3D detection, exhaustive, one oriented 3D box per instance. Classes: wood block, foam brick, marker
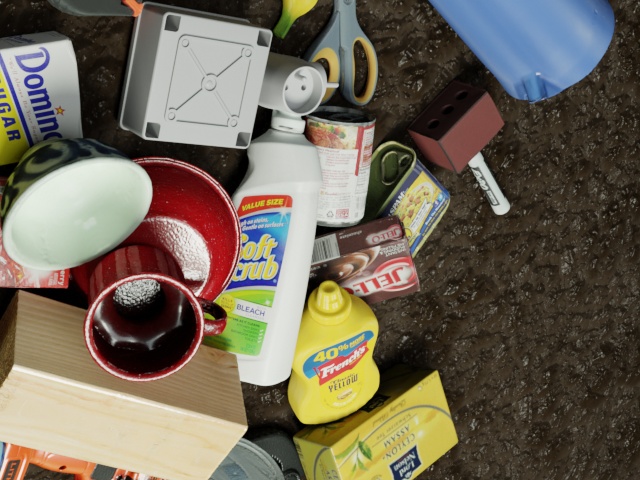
[{"bbox_3d":[-0.177,0.129,0.907,0.205,0.091,0.090,20,122,-27],"label":"wood block"},{"bbox_3d":[0.140,-0.118,1.102,0.078,0.053,0.051,-46,129,-12],"label":"foam brick"},{"bbox_3d":[0.178,-0.074,1.171,0.020,0.020,0.121,-45,129,-12],"label":"marker"}]

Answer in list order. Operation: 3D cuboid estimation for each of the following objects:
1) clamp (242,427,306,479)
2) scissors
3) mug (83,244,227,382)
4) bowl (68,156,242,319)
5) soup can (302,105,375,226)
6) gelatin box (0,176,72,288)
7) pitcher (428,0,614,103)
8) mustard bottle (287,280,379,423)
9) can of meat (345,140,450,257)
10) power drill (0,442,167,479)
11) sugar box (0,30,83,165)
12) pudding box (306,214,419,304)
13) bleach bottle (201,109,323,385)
[{"bbox_3d":[-0.034,0.248,1.142,0.209,0.036,0.164,40,74,-37],"label":"clamp"},{"bbox_3d":[0.008,-0.212,0.989,0.096,0.016,0.202,-29,124,-24],"label":"scissors"},{"bbox_3d":[-0.133,0.055,0.858,0.117,0.081,0.093,5,109,-16],"label":"mug"},{"bbox_3d":[-0.142,0.012,0.917,0.162,0.055,0.162,-5,112,-13],"label":"bowl"},{"bbox_3d":[0.013,-0.071,1.019,0.068,0.069,0.102,-8,114,-34],"label":"soup can"},{"bbox_3d":[-0.242,-0.007,0.876,0.073,0.030,0.089,3,99,-36],"label":"gelatin box"},{"bbox_3d":[0.167,-0.260,1.024,0.145,0.149,0.242,-47,128,9],"label":"pitcher"},{"bbox_3d":[0.011,0.105,1.060,0.096,0.058,0.192,-21,142,-14],"label":"mustard bottle"},{"bbox_3d":[0.076,-0.036,1.089,0.102,0.058,0.083,-54,132,-5],"label":"can of meat"},{"bbox_3d":[-0.230,0.225,0.977,0.187,0.057,0.184,13,97,-42],"label":"power drill"},{"bbox_3d":[-0.271,-0.101,0.812,0.175,0.048,0.093,-16,118,-29],"label":"sugar box"},{"bbox_3d":[0.036,0.027,1.052,0.113,0.039,0.090,-14,140,7],"label":"pudding box"},{"bbox_3d":[-0.057,0.001,0.992,0.068,0.103,0.251,-11,112,-66],"label":"bleach bottle"}]
